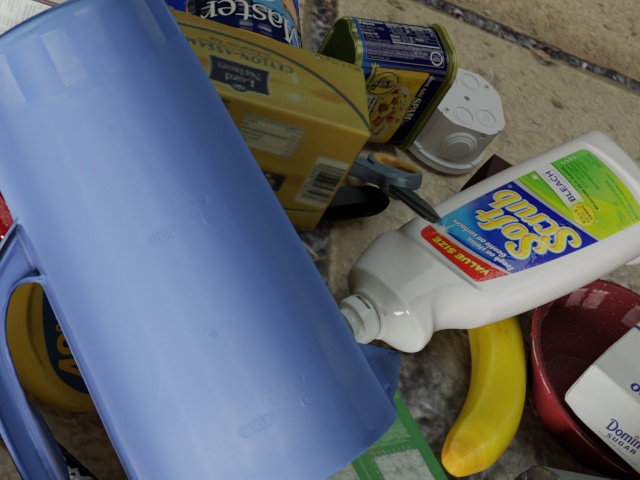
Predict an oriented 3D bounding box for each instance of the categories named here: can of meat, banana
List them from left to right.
[{"bbox_3d":[0.040,-0.117,0.795,0.083,0.102,0.057,1,53,-27],"label":"can of meat"},{"bbox_3d":[0.107,0.086,0.709,0.069,0.037,0.197,25,38,-15],"label":"banana"}]

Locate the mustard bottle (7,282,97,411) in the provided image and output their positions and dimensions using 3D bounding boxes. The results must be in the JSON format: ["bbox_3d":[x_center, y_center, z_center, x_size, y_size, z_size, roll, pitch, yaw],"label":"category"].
[{"bbox_3d":[-0.115,0.044,0.590,0.191,0.058,0.096,-4,85,-23],"label":"mustard bottle"}]

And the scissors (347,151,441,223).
[{"bbox_3d":[0.032,-0.043,0.721,0.096,0.016,0.201,16,12,1],"label":"scissors"}]

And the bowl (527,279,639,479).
[{"bbox_3d":[0.202,0.107,0.745,0.162,0.055,0.162,16,48,-19],"label":"bowl"}]

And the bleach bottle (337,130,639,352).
[{"bbox_3d":[0.116,0.013,0.704,0.250,0.068,0.102,-26,70,-29],"label":"bleach bottle"}]

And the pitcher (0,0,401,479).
[{"bbox_3d":[-0.081,0.014,0.508,0.243,0.145,0.149,63,25,-2],"label":"pitcher"}]
